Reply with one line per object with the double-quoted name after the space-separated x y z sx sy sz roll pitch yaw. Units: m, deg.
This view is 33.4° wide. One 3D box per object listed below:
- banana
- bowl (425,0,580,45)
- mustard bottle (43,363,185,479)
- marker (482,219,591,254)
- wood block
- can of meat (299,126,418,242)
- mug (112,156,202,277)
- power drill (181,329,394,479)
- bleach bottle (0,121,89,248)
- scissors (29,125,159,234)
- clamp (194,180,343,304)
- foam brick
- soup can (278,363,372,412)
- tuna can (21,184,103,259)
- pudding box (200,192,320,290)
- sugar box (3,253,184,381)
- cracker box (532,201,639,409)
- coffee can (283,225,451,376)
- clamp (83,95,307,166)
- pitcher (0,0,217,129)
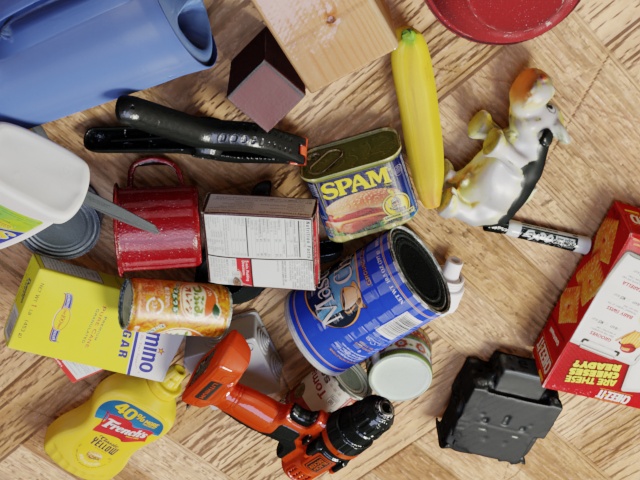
0.089 -0.124 0.999 0.037 0.069 0.198 -2 129 17 "banana"
0.168 -0.235 0.933 0.162 0.055 0.162 -1 125 -2 "bowl"
-0.221 0.198 1.210 0.096 0.058 0.192 38 117 -26 "mustard bottle"
0.223 -0.007 1.113 0.121 0.020 0.020 12 123 -11 "marker"
-0.024 -0.242 0.900 0.091 0.090 0.206 -26 121 14 "wood block"
0.040 -0.053 1.053 0.102 0.057 0.084 -16 126 9 "can of meat"
-0.160 -0.025 1.054 0.081 0.093 0.117 -3 88 -6 "mug"
-0.036 0.171 1.105 0.187 0.057 0.185 35 135 -11 "power drill"
-0.311 -0.028 0.998 0.102 0.068 0.251 29 150 -24 "bleach bottle"
-0.238 -0.067 1.006 0.202 0.016 0.096 9 106 20 "scissors"
-0.076 0.010 1.102 0.172 0.039 0.120 -30 117 18 "clamp"
-0.049 -0.148 0.971 0.053 0.078 0.051 38 115 -22 "foam brick"
0.002 0.182 1.205 0.068 0.068 0.102 35 116 -23 "soup can"
-0.262 -0.024 1.074 0.086 0.034 0.086 -1 125 -2 "tuna can"
-0.057 0.001 1.046 0.113 0.039 0.090 3 125 6 "pudding box"
-0.228 0.083 1.105 0.176 0.048 0.093 18 104 -29 "sugar box"
0.347 0.076 1.144 0.164 0.072 0.214 14 124 -11 "cracker box"
0.048 0.063 1.096 0.140 0.102 0.102 -33 120 25 "coffee can"
-0.115 -0.095 1.002 0.209 0.165 0.036 7 83 -28 "clamp"
-0.224 -0.173 0.912 0.243 0.145 0.149 -19 126 14 "pitcher"
